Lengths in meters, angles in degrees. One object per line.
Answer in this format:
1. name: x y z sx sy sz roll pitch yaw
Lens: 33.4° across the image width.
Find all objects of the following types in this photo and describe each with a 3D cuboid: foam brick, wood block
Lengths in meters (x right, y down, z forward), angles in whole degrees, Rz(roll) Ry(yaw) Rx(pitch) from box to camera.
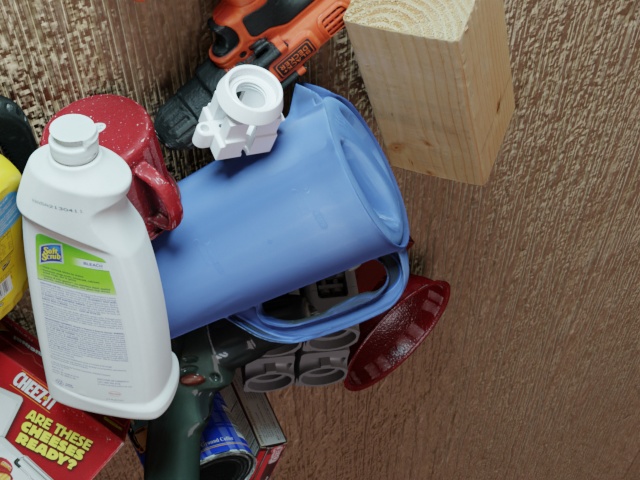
1. foam brick: 0.043 0.008 1.071 0.052 0.051 0.078 14 125 -49
2. wood block: 0.094 -0.138 0.847 0.090 0.090 0.206 -66 157 -20

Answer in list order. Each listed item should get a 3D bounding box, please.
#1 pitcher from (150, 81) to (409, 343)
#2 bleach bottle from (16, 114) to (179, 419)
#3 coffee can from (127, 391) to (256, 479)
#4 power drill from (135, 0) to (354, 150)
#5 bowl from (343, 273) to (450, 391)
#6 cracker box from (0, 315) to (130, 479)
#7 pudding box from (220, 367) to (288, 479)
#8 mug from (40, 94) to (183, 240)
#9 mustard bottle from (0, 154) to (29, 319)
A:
1. pitcher: -0.056 0.001 0.851 0.243 0.149 0.144 -26 143 19
2. bleach bottle: -0.154 0.022 0.749 0.102 0.068 0.251 9 134 4
3. coffee can: -0.139 0.185 1.063 0.102 0.140 0.103 -23 147 -16
4. power drill: -0.077 -0.157 0.743 0.184 0.057 0.187 -41 150 4
5. bowl: 0.069 0.090 1.181 0.162 0.055 0.162 -37 155 -21
6. cracker box: -0.288 0.182 0.901 0.164 0.072 0.214 39 103 -12
7. pudding box: -0.082 0.204 1.164 0.039 0.113 0.090 -6 139 -32
8. mug: -0.147 -0.047 0.777 0.093 0.117 0.081 -43 148 -26
9. mustard bottle: -0.242 -0.010 0.718 0.096 0.058 0.192 -41 162 -31
